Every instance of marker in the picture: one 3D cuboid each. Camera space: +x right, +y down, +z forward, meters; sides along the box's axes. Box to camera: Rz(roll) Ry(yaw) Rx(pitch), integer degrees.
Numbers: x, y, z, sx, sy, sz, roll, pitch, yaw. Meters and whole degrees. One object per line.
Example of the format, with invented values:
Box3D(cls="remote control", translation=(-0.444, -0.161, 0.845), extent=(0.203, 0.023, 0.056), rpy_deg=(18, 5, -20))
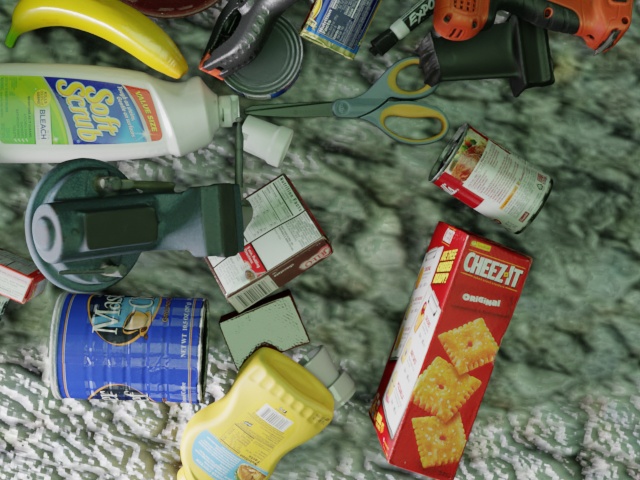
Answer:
Box3D(cls="marker", translation=(0.097, -0.223, 1.046), extent=(0.121, 0.020, 0.020), rpy_deg=(-40, 95, 2))

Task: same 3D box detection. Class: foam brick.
Box3D(cls="foam brick", translation=(-0.056, 0.087, 1.053), extent=(0.078, 0.051, 0.053), rpy_deg=(-21, 94, 0))

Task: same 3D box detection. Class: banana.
Box3D(cls="banana", translation=(-0.213, -0.202, 1.002), extent=(0.198, 0.037, 0.069), rpy_deg=(14, 135, 18))

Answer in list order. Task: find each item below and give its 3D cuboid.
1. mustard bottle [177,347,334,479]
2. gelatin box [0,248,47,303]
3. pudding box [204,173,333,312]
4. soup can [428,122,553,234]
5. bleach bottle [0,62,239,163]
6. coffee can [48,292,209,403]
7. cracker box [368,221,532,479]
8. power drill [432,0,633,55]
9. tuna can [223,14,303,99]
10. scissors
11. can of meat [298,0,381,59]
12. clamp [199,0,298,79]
Box3D(cls="mustard bottle", translation=(-0.080, 0.195, 1.043), extent=(0.096, 0.058, 0.192), rpy_deg=(37, 113, -15))
Box3D(cls="gelatin box", translation=(-0.313, 0.028, 1.031), extent=(0.089, 0.073, 0.030), rpy_deg=(23, 94, -3))
Box3D(cls="pudding box", translation=(-0.057, 0.001, 1.032), extent=(0.113, 0.039, 0.090), rpy_deg=(-31, 58, 0))
Box3D(cls="soup can", translation=(0.166, -0.060, 1.038), extent=(0.102, 0.068, 0.068), rpy_deg=(32, 93, -5))
Box3D(cls="bleach bottle", translation=(-0.204, -0.128, 1.027), extent=(0.250, 0.068, 0.102), rpy_deg=(-3, 92, -4))
Box3D(cls="coffee can", translation=(-0.180, 0.103, 1.026), extent=(0.140, 0.103, 0.103), rpy_deg=(2, 95, -2))
Box3D(cls="cracker box", translation=(0.118, 0.098, 1.002), extent=(0.072, 0.164, 0.214), rpy_deg=(19, 94, -5))
Box3D(cls="power drill", translation=(0.202, -0.262, 1.015), extent=(0.187, 0.057, 0.184), rpy_deg=(11, 75, -6))
Box3D(cls="tuna can", translation=(-0.059, -0.180, 1.034), extent=(0.086, 0.034, 0.086), rpy_deg=(0, 88, 0))
Box3D(cls="scissors", translation=(0.033, -0.148, 1.053), extent=(0.201, 0.016, 0.096), rpy_deg=(14, 93, -3))
Box3D(cls="can of meat", translation=(0.022, -0.213, 0.963), extent=(0.057, 0.102, 0.084), rpy_deg=(24, 99, -8))
Box3D(cls="clamp", translation=(-0.054, -0.224, 0.974), extent=(0.039, 0.120, 0.172), rpy_deg=(30, 124, -30))
